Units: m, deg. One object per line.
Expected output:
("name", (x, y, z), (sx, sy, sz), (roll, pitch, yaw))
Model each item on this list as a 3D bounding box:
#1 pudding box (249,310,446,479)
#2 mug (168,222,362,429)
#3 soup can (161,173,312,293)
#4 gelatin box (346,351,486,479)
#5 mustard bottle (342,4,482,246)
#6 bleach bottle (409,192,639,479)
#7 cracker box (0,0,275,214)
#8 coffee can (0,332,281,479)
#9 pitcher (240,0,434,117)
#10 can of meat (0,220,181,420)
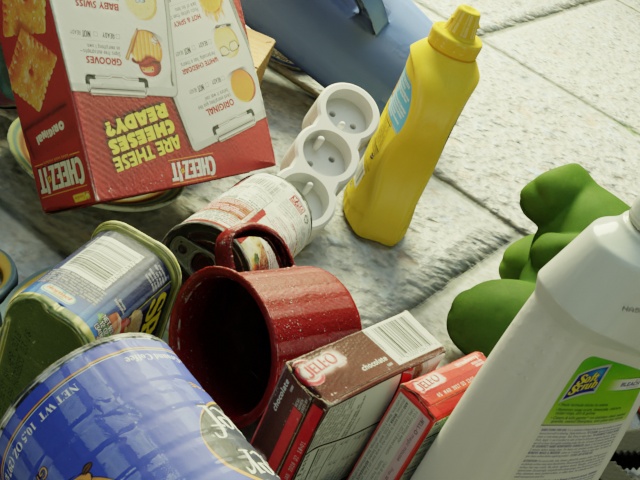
("pudding box", (0.012, 0.096, 0.598), (0.039, 0.090, 0.113), (42, 35, 27))
("mug", (-0.032, 0.047, 0.632), (0.081, 0.093, 0.117), (-5, 79, -46))
("soup can", (-0.055, 0.001, 0.721), (0.068, 0.069, 0.102), (30, 31, 10))
("gelatin box", (0.059, 0.110, 0.607), (0.073, 0.089, 0.030), (-15, 49, -46))
("mustard bottle", (0.077, -0.096, 0.837), (0.058, 0.192, 0.096), (19, 31, -8))
("bleach bottle", (0.123, 0.078, 0.541), (0.102, 0.251, 0.068), (0, 38, -34))
("cracker box", (-0.130, -0.137, 0.723), (0.072, 0.214, 0.163), (-9, 5, 44))
("coffee can", (-0.070, 0.125, 0.485), (0.102, 0.103, 0.140), (-12, 45, -44))
("pitcher", (0.010, -0.214, 0.981), (0.243, 0.145, 0.149), (41, 34, -7))
("can of meat", (-0.126, 0.052, 0.563), (0.057, 0.102, 0.083), (30, 33, 9))
